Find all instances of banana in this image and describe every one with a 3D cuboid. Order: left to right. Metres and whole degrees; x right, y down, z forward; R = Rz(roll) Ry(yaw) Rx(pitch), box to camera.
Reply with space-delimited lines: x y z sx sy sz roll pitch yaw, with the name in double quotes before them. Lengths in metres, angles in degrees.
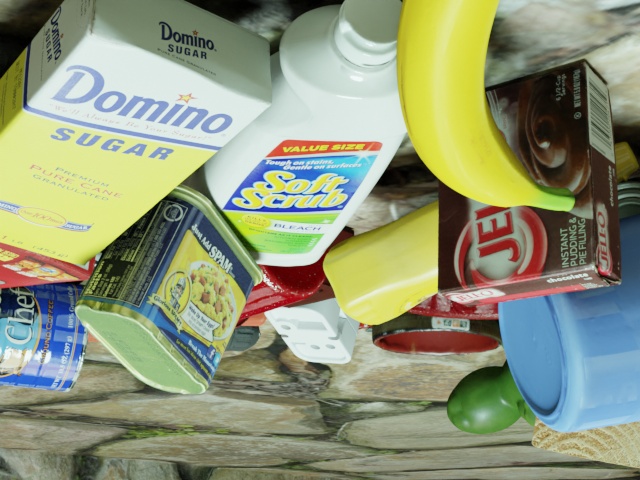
"banana" 0.065 -0.075 0.452 0.069 0.037 0.197 -19 140 2

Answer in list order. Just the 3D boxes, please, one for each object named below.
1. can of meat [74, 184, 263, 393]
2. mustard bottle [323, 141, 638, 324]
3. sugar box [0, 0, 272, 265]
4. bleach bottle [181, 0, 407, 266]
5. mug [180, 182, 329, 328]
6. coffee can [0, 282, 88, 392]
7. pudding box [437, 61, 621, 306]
"can of meat" -0.086 0.030 0.613 0.058 0.084 0.102 5 148 29
"mustard bottle" 0.102 -0.010 0.655 0.192 0.058 0.096 -27 168 21
"sugar box" -0.111 -0.051 0.516 0.093 0.048 0.177 18 146 -34
"bleach bottle" -0.013 -0.056 0.568 0.102 0.068 0.251 9 159 -11
"mug" -0.055 0.001 0.736 0.082 0.093 0.117 -19 117 39
"coffee can" -0.292 0.080 0.969 0.140 0.103 0.103 10 161 -26
"pudding box" 0.107 -0.026 0.559 0.090 0.113 0.039 -12 155 37
